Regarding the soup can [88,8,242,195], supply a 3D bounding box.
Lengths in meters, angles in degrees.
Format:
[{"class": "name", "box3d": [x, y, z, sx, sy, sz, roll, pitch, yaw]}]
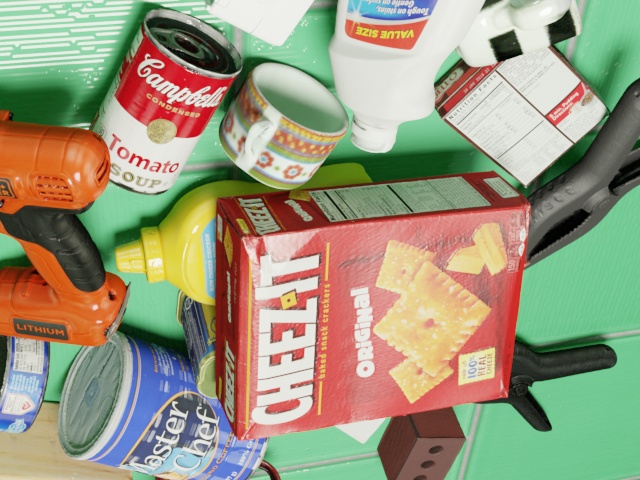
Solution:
[{"class": "soup can", "box3d": [-0.104, -0.088, 0.689, 0.068, 0.068, 0.102, 16, 124, -30]}]

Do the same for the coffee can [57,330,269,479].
[{"class": "coffee can", "box3d": [-0.124, 0.139, 0.860, 0.140, 0.103, 0.103, 23, 120, -34]}]

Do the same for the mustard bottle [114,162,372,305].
[{"class": "mustard bottle", "box3d": [-0.055, 0.001, 0.790, 0.191, 0.058, 0.096, -9, 124, -12]}]

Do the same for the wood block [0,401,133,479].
[{"class": "wood block", "box3d": [-0.268, 0.187, 0.863, 0.205, 0.090, 0.091, 11, 125, -27]}]

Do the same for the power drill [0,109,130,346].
[{"class": "power drill", "box3d": [-0.213, -0.008, 0.706, 0.184, 0.057, 0.187, 7, 142, 13]}]

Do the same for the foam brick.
[{"class": "foam brick", "box3d": [0.095, 0.195, 1.019, 0.053, 0.051, 0.078, 3, 129, -21]}]

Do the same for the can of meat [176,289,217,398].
[{"class": "can of meat", "box3d": [-0.056, 0.075, 0.839, 0.102, 0.084, 0.057, -2, 130, -17]}]

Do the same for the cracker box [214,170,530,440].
[{"class": "cracker box", "box3d": [0.036, 0.045, 0.760, 0.213, 0.072, 0.164, -7, 117, -18]}]

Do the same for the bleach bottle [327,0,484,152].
[{"class": "bleach bottle", "box3d": [0.064, -0.161, 0.631, 0.068, 0.103, 0.251, -39, 150, -48]}]

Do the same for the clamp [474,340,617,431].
[{"class": "clamp", "box3d": [0.191, 0.122, 0.996, 0.171, 0.039, 0.120, 21, 119, -32]}]

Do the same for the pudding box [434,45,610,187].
[{"class": "pudding box", "box3d": [0.147, -0.101, 0.783, 0.090, 0.039, 0.113, -42, 128, 19]}]

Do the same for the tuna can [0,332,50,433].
[{"class": "tuna can", "box3d": [-0.232, 0.101, 0.801, 0.033, 0.086, 0.086, 13, 125, -30]}]

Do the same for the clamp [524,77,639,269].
[{"class": "clamp", "box3d": [0.212, -0.047, 0.834, 0.210, 0.036, 0.164, -40, 151, 22]}]
